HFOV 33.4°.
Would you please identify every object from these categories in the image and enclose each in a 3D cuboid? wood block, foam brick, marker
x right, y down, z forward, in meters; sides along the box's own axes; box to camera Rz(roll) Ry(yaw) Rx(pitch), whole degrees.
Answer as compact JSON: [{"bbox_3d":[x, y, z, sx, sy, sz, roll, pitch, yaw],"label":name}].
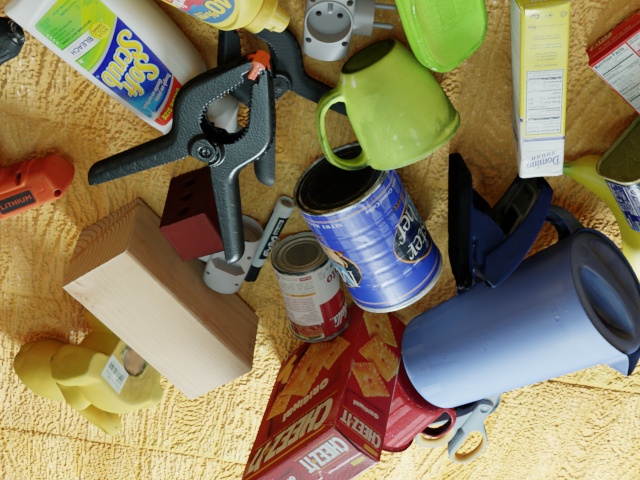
[{"bbox_3d":[-0.166,0.066,1.148,0.091,0.090,0.206,-27,124,24],"label":"wood block"},{"bbox_3d":[-0.123,-0.027,1.072,0.053,0.078,0.051,-17,130,17],"label":"foam brick"},{"bbox_3d":[-0.057,0.001,1.130,0.020,0.020,0.121,19,130,-13],"label":"marker"}]

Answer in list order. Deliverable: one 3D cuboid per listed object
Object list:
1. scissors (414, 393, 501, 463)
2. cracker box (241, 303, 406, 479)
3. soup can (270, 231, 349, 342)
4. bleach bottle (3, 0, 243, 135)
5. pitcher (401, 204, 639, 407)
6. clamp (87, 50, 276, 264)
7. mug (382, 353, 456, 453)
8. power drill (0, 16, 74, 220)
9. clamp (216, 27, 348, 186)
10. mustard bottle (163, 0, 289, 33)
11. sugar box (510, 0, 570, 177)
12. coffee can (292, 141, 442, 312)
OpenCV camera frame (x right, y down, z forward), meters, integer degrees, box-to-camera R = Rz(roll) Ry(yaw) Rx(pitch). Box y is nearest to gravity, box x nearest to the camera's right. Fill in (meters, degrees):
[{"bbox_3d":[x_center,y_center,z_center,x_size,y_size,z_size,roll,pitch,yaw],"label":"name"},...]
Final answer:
[{"bbox_3d":[0.170,0.192,1.238,0.096,0.016,0.202,8,132,-4],"label":"scissors"},{"bbox_3d":[0.003,0.179,1.153,0.072,0.213,0.164,40,124,-14],"label":"cracker box"},{"bbox_3d":[-0.011,0.049,1.138,0.068,0.068,0.102,-7,130,9],"label":"soup can"},{"bbox_3d":[-0.155,-0.164,0.965,0.103,0.068,0.250,-33,124,29],"label":"bleach bottle"},{"bbox_3d":[0.200,0.081,1.108,0.144,0.149,0.243,36,135,-28],"label":"pitcher"},{"bbox_3d":[-0.112,-0.088,0.966,0.164,0.036,0.210,24,122,-7],"label":"clamp"},{"bbox_3d":[0.102,0.187,1.212,0.117,0.093,0.082,32,128,-12],"label":"mug"},{"bbox_3d":[-0.319,-0.114,1.023,0.185,0.057,0.187,-17,125,22],"label":"power drill"},{"bbox_3d":[-0.048,-0.134,0.979,0.120,0.039,0.171,-46,117,-5],"label":"clamp"},{"bbox_3d":[-0.107,-0.221,0.870,0.191,0.058,0.096,24,161,-29],"label":"mustard bottle"},{"bbox_3d":[0.191,-0.152,0.933,0.048,0.093,0.176,-5,131,8],"label":"sugar box"},{"bbox_3d":[0.049,-0.012,1.057,0.103,0.102,0.140,-18,127,18],"label":"coffee can"}]
